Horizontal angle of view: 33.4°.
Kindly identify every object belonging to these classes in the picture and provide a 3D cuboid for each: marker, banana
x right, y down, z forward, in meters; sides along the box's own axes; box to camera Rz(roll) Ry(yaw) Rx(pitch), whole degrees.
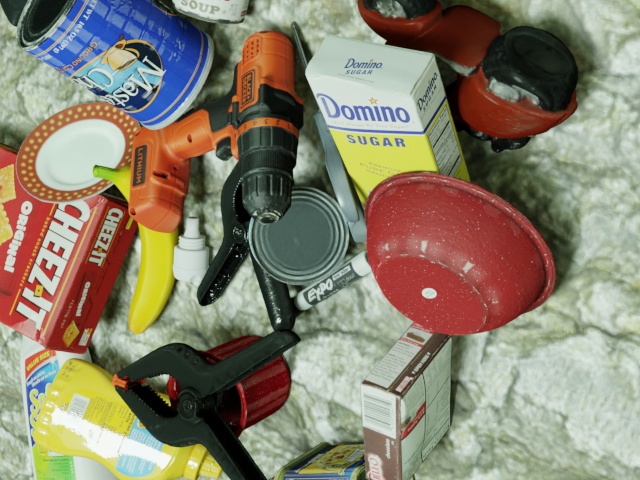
[{"bbox_3d":[0.003,0.043,0.963,0.121,0.020,0.020,-33,81,36],"label":"marker"},{"bbox_3d":[-0.172,0.002,1.045,0.037,0.069,0.198,-121,20,-56],"label":"banana"}]

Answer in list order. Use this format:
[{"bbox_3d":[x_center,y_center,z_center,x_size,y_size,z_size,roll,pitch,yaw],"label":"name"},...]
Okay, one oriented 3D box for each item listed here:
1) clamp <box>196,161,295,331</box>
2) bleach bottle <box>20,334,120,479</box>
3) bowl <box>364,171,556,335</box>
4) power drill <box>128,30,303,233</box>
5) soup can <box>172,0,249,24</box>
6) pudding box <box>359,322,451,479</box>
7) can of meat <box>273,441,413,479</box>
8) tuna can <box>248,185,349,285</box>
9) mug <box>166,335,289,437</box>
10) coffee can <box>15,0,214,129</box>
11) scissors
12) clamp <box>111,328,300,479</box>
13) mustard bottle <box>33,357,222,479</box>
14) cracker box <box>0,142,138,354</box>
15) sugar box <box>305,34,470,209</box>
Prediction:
[{"bbox_3d":[-0.056,0.001,0.977,0.120,0.039,0.171,24,111,32],"label":"clamp"},{"bbox_3d":[-0.289,0.164,1.171,0.103,0.067,0.251,-11,93,34],"label":"bleach bottle"},{"bbox_3d":[0.096,0.023,0.823,0.162,0.055,0.162,23,146,16],"label":"bowl"},{"bbox_3d":[-0.091,-0.073,0.939,0.188,0.057,0.184,-25,52,37],"label":"power drill"},{"bbox_3d":[-0.088,-0.247,0.929,0.069,0.068,0.102,28,116,27],"label":"soup can"},{"bbox_3d":[0.072,0.136,0.874,0.039,0.089,0.113,20,133,27],"label":"pudding box"},{"bbox_3d":[0.022,0.215,0.941,0.084,0.101,0.057,-10,94,34],"label":"can of meat"},{"bbox_3d":[-0.020,-0.005,0.931,0.086,0.034,0.086,0,93,-8],"label":"tuna can"},{"bbox_3d":[-0.092,0.138,1.014,0.117,0.081,0.093,-4,99,35],"label":"mug"},{"bbox_3d":[-0.179,-0.175,0.938,0.103,0.140,0.103,-29,45,34],"label":"coffee can"},{"bbox_3d":[0.004,-0.093,0.896,0.016,0.096,0.202,-19,92,5],"label":"scissors"},{"bbox_3d":[-0.101,0.134,0.943,0.210,0.036,0.164,18,102,35],"label":"clamp"},{"bbox_3d":[-0.188,0.197,1.088,0.191,0.058,0.096,22,82,7],"label":"mustard bottle"},{"bbox_3d":[-0.308,0.000,1.110,0.214,0.072,0.164,24,93,30],"label":"cracker box"},{"bbox_3d":[0.058,-0.076,0.818,0.093,0.048,0.176,17,155,31],"label":"sugar box"}]
